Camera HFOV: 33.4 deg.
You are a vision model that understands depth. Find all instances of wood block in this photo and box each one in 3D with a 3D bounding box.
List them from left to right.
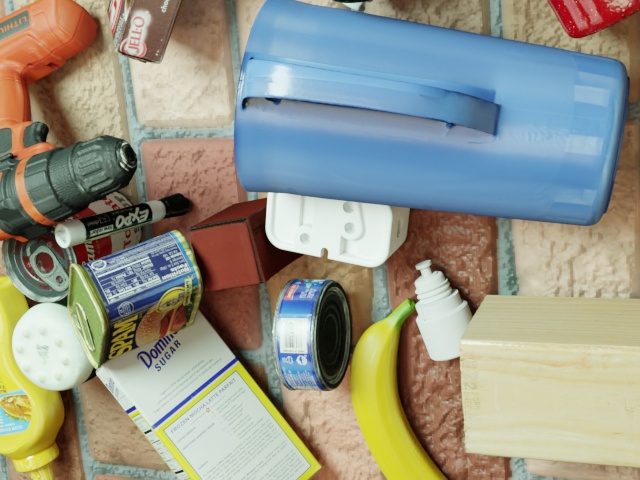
[{"bbox_3d":[0.207,0.096,0.729,0.206,0.090,0.090,1,108,22],"label":"wood block"}]

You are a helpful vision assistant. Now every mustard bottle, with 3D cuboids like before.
[{"bbox_3d":[-0.279,0.131,0.954,0.096,0.058,0.191,-12,102,31],"label":"mustard bottle"}]

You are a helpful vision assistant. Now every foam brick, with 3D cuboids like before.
[{"bbox_3d":[-0.055,0.001,0.812,0.051,0.078,0.053,-10,100,25],"label":"foam brick"}]

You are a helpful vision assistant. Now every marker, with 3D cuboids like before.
[{"bbox_3d":[-0.149,-0.017,0.823,0.020,0.120,0.020,16,114,40],"label":"marker"}]

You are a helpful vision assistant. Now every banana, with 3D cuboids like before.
[{"bbox_3d":[0.065,0.146,0.832,0.070,0.037,0.198,-11,102,27],"label":"banana"}]

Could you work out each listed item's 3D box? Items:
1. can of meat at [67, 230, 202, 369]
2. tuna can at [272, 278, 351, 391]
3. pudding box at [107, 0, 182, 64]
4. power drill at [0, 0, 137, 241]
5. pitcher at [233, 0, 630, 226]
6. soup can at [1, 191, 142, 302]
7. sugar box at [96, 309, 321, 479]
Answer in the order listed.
[{"bbox_3d":[-0.139,0.043,0.801,0.057,0.083,0.102,59,154,19],"label":"can of meat"},{"bbox_3d":[-0.005,0.072,0.810,0.034,0.086,0.086,-1,106,21],"label":"tuna can"},{"bbox_3d":[-0.120,-0.196,0.768,0.039,0.090,0.114,14,115,-24],"label":"pudding box"},{"bbox_3d":[-0.211,-0.092,0.798,0.185,0.057,0.187,-18,56,24],"label":"power drill"},{"bbox_3d":[0.069,-0.080,0.691,0.243,0.149,0.145,9,135,11],"label":"pitcher"},{"bbox_3d":[-0.196,0.001,0.855,0.069,0.102,0.068,7,109,20],"label":"soup can"},{"bbox_3d":[-0.091,0.145,0.864,0.176,0.093,0.048,52,153,2],"label":"sugar box"}]
